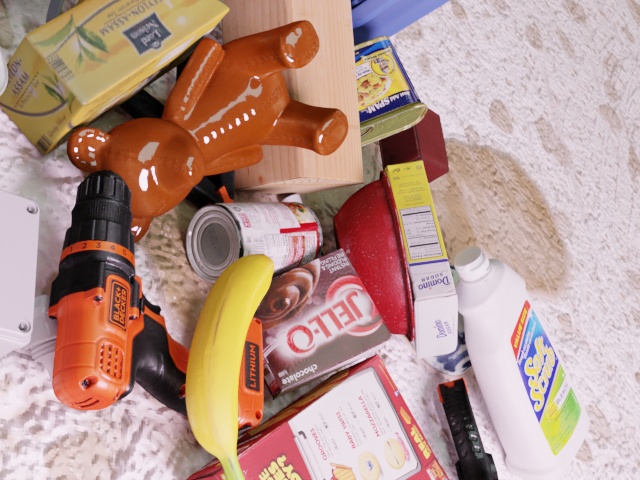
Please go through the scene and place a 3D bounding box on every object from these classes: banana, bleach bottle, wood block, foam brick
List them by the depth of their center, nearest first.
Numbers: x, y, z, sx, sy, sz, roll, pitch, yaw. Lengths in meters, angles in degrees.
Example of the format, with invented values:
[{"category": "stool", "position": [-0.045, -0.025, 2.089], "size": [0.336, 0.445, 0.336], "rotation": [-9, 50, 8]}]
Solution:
[{"category": "banana", "position": [-0.066, 0.074, 0.770], "size": [0.069, 0.037, 0.197], "rotation": [70, 22, -48]}, {"category": "wood block", "position": [-0.027, -0.151, 0.981], "size": [0.090, 0.090, 0.206], "rotation": [1, 83, -50]}, {"category": "bleach bottle", "position": [0.186, 0.116, 1.045], "size": [0.102, 0.068, 0.250], "rotation": [-49, 124, -32]}, {"category": "foam brick", "position": [0.102, -0.106, 1.178], "size": [0.051, 0.053, 0.078], "rotation": [20, 53, -40]}]

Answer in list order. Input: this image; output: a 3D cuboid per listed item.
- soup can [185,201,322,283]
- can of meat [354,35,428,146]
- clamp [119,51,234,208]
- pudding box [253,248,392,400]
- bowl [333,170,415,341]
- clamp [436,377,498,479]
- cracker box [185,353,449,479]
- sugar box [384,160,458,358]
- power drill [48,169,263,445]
[{"category": "soup can", "position": [-0.056, 0.001, 0.913], "size": [0.102, 0.069, 0.068], "rotation": [-3, 69, -49]}, {"category": "can of meat", "position": [0.041, -0.143, 1.049], "size": [0.102, 0.057, 0.084], "rotation": [-22, 78, -12]}, {"category": "clamp", "position": [-0.118, -0.107, 0.932], "size": [0.120, 0.039, 0.171], "rotation": [-37, 99, -33]}, {"category": "pudding box", "position": [-0.009, 0.070, 0.899], "size": [0.113, 0.039, 0.090], "rotation": [-24, 74, -21]}, {"category": "bowl", "position": [0.046, 0.019, 0.991], "size": [0.162, 0.055, 0.162], "rotation": [170, -90, -89]}, {"category": "clamp", "position": [0.144, 0.215, 0.979], "size": [0.164, 0.036, 0.210], "rotation": [69, 7, -57]}, {"category": "cracker box", "position": [0.011, 0.208, 0.852], "size": [0.213, 0.072, 0.164], "rotation": [-27, 87, -52]}, {"category": "sugar box", "position": [0.097, 0.016, 1.035], "size": [0.093, 0.048, 0.176], "rotation": [82, -3, -49]}, {"category": "power drill", "position": [-0.118, 0.058, 0.787], "size": [0.187, 0.057, 0.184], "rotation": [36, 43, -44]}]
